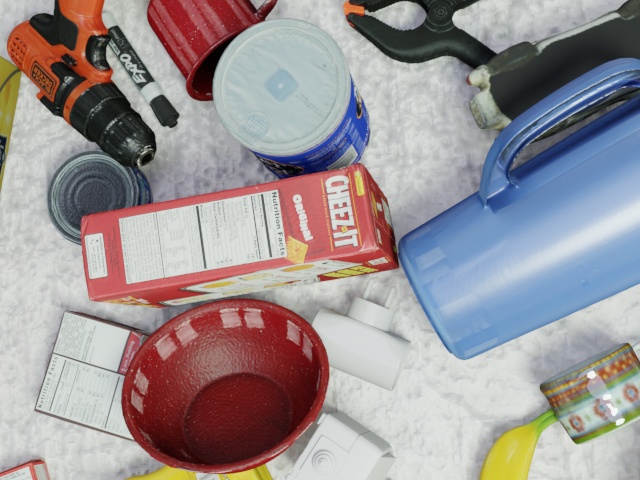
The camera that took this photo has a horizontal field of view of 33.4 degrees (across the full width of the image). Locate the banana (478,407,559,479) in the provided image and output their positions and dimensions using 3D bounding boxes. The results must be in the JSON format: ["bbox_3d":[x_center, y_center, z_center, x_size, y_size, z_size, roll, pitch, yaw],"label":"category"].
[{"bbox_3d":[0.156,0.230,0.817,0.070,0.037,0.198,-8,80,22],"label":"banana"}]

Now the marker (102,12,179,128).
[{"bbox_3d":[-0.160,-0.148,0.936,0.020,0.020,0.121,-35,78,3],"label":"marker"}]

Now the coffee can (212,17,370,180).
[{"bbox_3d":[-0.018,-0.104,0.844,0.103,0.140,0.103,-1,82,9],"label":"coffee can"}]

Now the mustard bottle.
[{"bbox_3d":[-0.129,0.231,0.858,0.191,0.058,0.096,-31,69,4],"label":"mustard bottle"}]

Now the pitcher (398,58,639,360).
[{"bbox_3d":[0.181,-0.017,0.802,0.243,0.145,0.149,-28,76,8],"label":"pitcher"}]

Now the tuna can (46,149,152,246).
[{"bbox_3d":[-0.191,-0.035,0.918,0.086,0.033,0.086,-1,82,9],"label":"tuna can"}]

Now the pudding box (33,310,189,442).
[{"bbox_3d":[-0.173,0.115,0.893,0.113,0.039,0.090,15,85,13],"label":"pudding box"}]

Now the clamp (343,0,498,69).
[{"bbox_3d":[0.106,-0.175,0.886,0.171,0.039,0.120,-4,79,9],"label":"clamp"}]

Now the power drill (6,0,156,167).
[{"bbox_3d":[-0.178,-0.175,0.875,0.184,0.057,0.188,42,124,22],"label":"power drill"}]

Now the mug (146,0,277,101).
[{"bbox_3d":[-0.084,-0.185,0.889,0.117,0.093,0.081,-42,72,24],"label":"mug"}]

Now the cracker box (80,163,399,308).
[{"bbox_3d":[-0.055,0.001,0.824,0.214,0.164,0.072,-10,83,8],"label":"cracker box"}]

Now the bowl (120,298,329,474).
[{"bbox_3d":[-0.069,0.123,0.828,0.162,0.055,0.162,-5,47,6],"label":"bowl"}]
